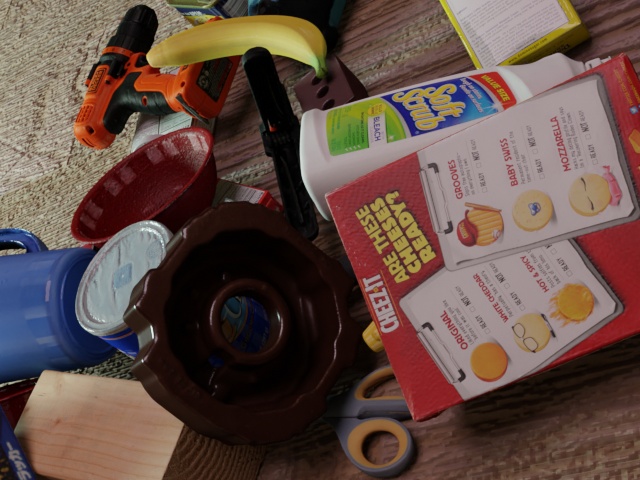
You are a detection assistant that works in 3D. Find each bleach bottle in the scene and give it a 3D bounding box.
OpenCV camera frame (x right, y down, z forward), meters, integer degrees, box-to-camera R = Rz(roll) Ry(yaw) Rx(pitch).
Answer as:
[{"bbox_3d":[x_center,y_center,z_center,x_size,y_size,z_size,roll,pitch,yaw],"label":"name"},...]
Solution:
[{"bbox_3d":[0.109,-0.096,0.852,0.251,0.068,0.102,-18,40,16],"label":"bleach bottle"}]

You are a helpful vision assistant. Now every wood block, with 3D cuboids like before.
[{"bbox_3d":[-0.155,0.171,0.872,0.207,0.090,0.090,-1,59,42],"label":"wood block"}]

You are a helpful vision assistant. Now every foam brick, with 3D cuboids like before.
[{"bbox_3d":[0.016,-0.122,0.984,0.053,0.051,0.078,-37,41,14],"label":"foam brick"}]

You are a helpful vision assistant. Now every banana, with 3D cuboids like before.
[{"bbox_3d":[-0.072,-0.188,1.018,0.198,0.037,0.069,6,39,27],"label":"banana"}]

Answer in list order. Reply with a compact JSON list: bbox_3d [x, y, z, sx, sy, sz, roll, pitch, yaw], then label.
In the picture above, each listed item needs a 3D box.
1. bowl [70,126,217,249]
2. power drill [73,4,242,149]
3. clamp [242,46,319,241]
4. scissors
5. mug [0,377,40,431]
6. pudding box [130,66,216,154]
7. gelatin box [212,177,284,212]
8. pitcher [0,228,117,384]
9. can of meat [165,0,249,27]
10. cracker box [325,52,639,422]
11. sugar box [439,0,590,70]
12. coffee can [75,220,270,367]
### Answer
[{"bbox_3d":[-0.154,-0.035,1.007,0.162,0.055,0.162,-26,30,16],"label":"bowl"},{"bbox_3d":[-0.171,-0.186,1.143,0.188,0.057,0.184,-3,62,40],"label":"power drill"},{"bbox_3d":[-0.032,-0.083,0.950,0.036,0.164,0.210,-14,5,1],"label":"clamp"},{"bbox_3d":[0.002,0.144,0.808,0.202,0.016,0.096,-20,45,30],"label":"scissors"},{"bbox_3d":[-0.282,0.177,0.980,0.093,0.081,0.117,-15,4,6],"label":"mug"},{"bbox_3d":[-0.156,-0.139,1.167,0.090,0.039,0.113,-18,50,29],"label":"pudding box"},{"bbox_3d":[-0.085,-0.017,1.008,0.089,0.030,0.073,17,70,49],"label":"gelatin box"},{"bbox_3d":[-0.305,0.066,1.006,0.243,0.144,0.149,-10,96,27],"label":"pitcher"},{"bbox_3d":[-0.108,-0.255,1.181,0.102,0.083,0.057,17,71,48],"label":"can of meat"},{"bbox_3d":[0.134,0.002,0.694,0.214,0.072,0.164,-25,76,17],"label":"cracker box"},{"bbox_3d":[0.143,-0.223,0.896,0.093,0.048,0.176,-30,70,20],"label":"sugar box"},{"bbox_3d":[-0.117,0.063,0.885,0.103,0.140,0.103,-24,45,26],"label":"coffee can"}]
